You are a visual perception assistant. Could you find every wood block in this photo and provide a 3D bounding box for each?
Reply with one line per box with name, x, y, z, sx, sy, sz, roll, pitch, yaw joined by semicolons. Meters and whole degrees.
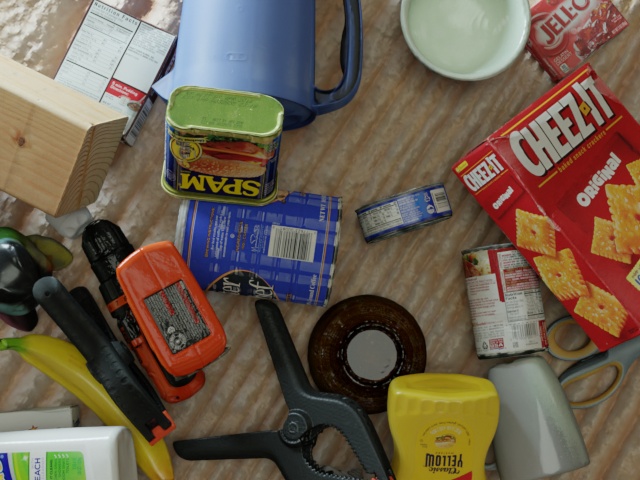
wood block;-0.291;-0.110;0.948;0.206;0.090;0.091;27;106;6

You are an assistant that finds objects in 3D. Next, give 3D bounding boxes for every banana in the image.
banana;-0.203;0.144;0.964;0.197;0.069;0.037;40;120;-6

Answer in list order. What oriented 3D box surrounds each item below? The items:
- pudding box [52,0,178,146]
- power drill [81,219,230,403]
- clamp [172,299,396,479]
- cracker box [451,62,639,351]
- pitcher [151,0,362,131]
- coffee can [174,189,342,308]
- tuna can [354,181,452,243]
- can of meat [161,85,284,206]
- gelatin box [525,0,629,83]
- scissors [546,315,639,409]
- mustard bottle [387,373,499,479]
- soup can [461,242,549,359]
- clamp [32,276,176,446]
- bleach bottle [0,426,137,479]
pudding box;-0.196;-0.159;1.005;0.090;0.039;0.113;25;82;2
power drill;-0.146;0.052;0.914;0.057;0.188;0.184;-31;90;-17
clamp;-0.027;0.173;0.944;0.210;0.036;0.164;38;94;26
cracker box;0.249;-0.034;0.966;0.164;0.072;0.214;-37;87;-33
pitcher;-0.053;-0.226;0.976;0.149;0.145;0.243;11;79;-40
coffee can;-0.056;0.001;0.963;0.140;0.103;0.103;8;84;-2
tuna can;0.077;-0.025;0.980;0.086;0.086;0.034;-17;87;-4
can of meat;-0.082;-0.080;0.903;0.102;0.084;0.057;6;50;-4
gelatin box;0.240;-0.208;1.033;0.089;0.030;0.073;-38;87;-6
scissors;0.298;0.082;1.015;0.201;0.016;0.096;-35;87;-5
mustard bottle;0.104;0.216;0.955;0.096;0.058;0.192;1;106;-3
soup can;0.171;0.055;0.986;0.068;0.068;0.102;-8;85;-3
clamp;-0.187;0.102;0.943;0.039;0.120;0.171;-34;92;3
bleach bottle;-0.285;0.217;0.910;0.251;0.068;0.102;-6;85;6
